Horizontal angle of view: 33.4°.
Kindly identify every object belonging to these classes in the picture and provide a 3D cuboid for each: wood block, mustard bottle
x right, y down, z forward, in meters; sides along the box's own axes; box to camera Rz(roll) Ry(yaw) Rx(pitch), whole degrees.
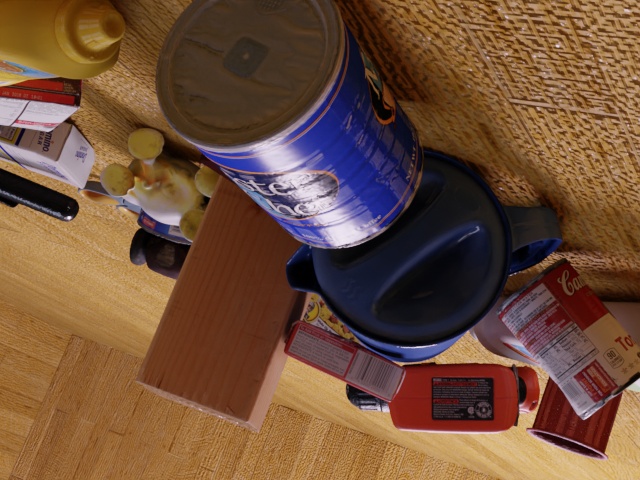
[{"bbox_3d":[-0.055,0.033,0.825,0.091,0.206,0.090,19,167,8],"label":"wood block"},{"bbox_3d":[-0.185,-0.131,0.686,0.096,0.058,0.192,2,-177,-43],"label":"mustard bottle"}]

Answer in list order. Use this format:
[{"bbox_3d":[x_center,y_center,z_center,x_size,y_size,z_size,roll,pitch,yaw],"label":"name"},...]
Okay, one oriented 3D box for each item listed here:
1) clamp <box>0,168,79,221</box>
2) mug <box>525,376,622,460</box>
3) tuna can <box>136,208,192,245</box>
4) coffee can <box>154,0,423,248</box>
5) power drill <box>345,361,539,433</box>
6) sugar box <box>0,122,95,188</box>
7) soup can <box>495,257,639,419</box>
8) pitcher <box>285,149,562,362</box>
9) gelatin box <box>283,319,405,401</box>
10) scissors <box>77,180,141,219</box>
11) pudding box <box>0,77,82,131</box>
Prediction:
[{"bbox_3d":[-0.355,-0.072,1.052,0.209,0.036,0.165,26,170,-29],"label":"clamp"},{"bbox_3d":[0.292,0.193,1.191,0.093,0.081,0.117,7,161,46],"label":"mug"},{"bbox_3d":[-0.131,-0.024,1.025,0.086,0.034,0.086,15,-167,-4],"label":"tuna can"},{"bbox_3d":[-0.012,-0.067,0.588,0.103,0.103,0.140,14,165,28],"label":"coffee can"},{"bbox_3d":[0.105,0.135,0.952,0.184,0.057,0.187,-3,176,9],"label":"power drill"},{"bbox_3d":[-0.310,-0.107,1.021,0.176,0.048,0.093,17,168,6],"label":"sugar box"},{"bbox_3d":[0.188,0.073,0.793,0.102,0.068,0.068,53,174,15],"label":"soup can"},{"bbox_3d":[0.076,0.026,0.803,0.149,0.145,0.243,31,172,10],"label":"pitcher"},{"bbox_3d":[0.019,0.090,0.801,0.089,0.030,0.073,24,175,8],"label":"gelatin box"},{"bbox_3d":[-0.188,-0.039,1.163,0.202,0.016,0.096,9,164,42],"label":"scissors"},{"bbox_3d":[-0.243,-0.117,0.839,0.089,0.039,0.114,6,172,-25],"label":"pudding box"}]
